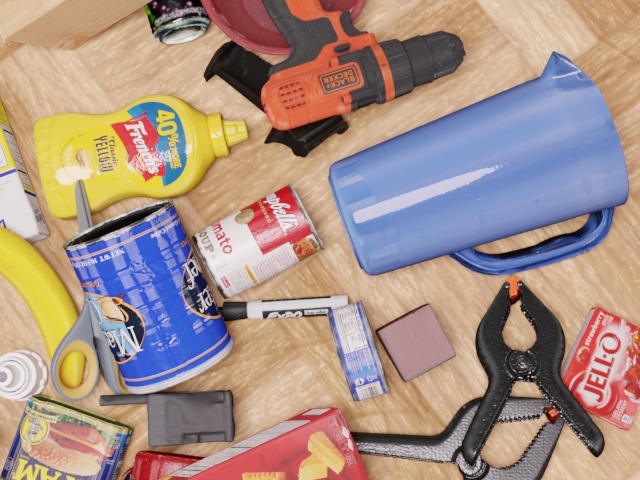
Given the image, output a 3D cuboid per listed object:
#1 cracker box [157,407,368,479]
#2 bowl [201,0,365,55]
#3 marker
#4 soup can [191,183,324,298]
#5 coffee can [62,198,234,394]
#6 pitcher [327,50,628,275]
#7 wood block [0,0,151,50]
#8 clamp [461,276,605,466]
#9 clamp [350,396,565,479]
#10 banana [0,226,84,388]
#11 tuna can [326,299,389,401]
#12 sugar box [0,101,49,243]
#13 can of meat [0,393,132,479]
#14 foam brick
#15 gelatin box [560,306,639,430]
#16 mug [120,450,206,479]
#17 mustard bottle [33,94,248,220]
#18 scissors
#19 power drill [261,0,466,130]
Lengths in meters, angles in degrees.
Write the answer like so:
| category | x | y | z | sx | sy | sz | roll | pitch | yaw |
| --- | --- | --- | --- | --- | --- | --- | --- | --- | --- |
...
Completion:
| category | x | y | z | sx | sy | sz | roll | pitch | yaw |
| --- | --- | --- | --- | --- | --- | --- | --- | --- | --- |
| cracker box | -0.051 | 0.253 | 0.882 | 0.213 | 0.072 | 0.164 | -20 | 89 | -30 |
| bowl | -0.032 | -0.245 | 0.996 | 0.162 | 0.055 | 0.162 | 0 | 84 | 3 |
| marker | -0.035 | 0.063 | 0.984 | 0.121 | 0.020 | 0.020 | -3 | 84 | 2 |
| soup can | -0.056 | 0.001 | 0.966 | 0.102 | 0.068 | 0.068 | -27 | 84 | -1 |
| coffee can | -0.148 | 0.048 | 0.929 | 0.103 | 0.103 | 0.140 | -22 | 102 | 0 |
| pitcher | 0.139 | -0.047 | 0.941 | 0.243 | 0.145 | 0.149 | -20 | 72 | 4 |
| wood block | -0.192 | -0.256 | 0.943 | 0.206 | 0.090 | 0.090 | -22 | 82 | 30 |
| clamp | 0.169 | 0.119 | 0.941 | 0.120 | 0.039 | 0.171 | -11 | 64 | -2 |
| clamp | 0.133 | 0.211 | 0.949 | 0.210 | 0.036 | 0.164 | -24 | 75 | -2 |
| banana | -0.268 | 0.047 | 0.963 | 0.069 | 0.037 | 0.197 | -43 | 110 | -9 |
| tuna can | 0.033 | 0.098 | 0.944 | 0.034 | 0.086 | 0.086 | -17 | 84 | 2 |
| sugar box | -0.328 | -0.070 | 0.998 | 0.093 | 0.048 | 0.176 | -20 | 88 | 1 |
| can of meat | -0.228 | 0.193 | 0.962 | 0.102 | 0.057 | 0.084 | 18 | 83 | 4 |
| foam brick | 0.084 | 0.091 | 0.947 | 0.051 | 0.078 | 0.053 | -29 | 86 | -1 |
| gelatin box | 0.260 | 0.115 | 0.960 | 0.073 | 0.030 | 0.089 | 27 | 86 | 5 |
| mug | -0.137 | 0.230 | 0.945 | 0.117 | 0.093 | 0.081 | -1 | 77 | 39 |
| mustard bottle | -0.161 | -0.083 | 0.985 | 0.191 | 0.058 | 0.096 | -12 | 85 | 1 |
| scissors | -0.218 | 0.056 | 0.957 | 0.096 | 0.016 | 0.202 | -26 | 103 | -25 |
| power drill | 0.017 | -0.205 | 0.933 | 0.184 | 0.057 | 0.188 | -19 | 84 | -7 |
